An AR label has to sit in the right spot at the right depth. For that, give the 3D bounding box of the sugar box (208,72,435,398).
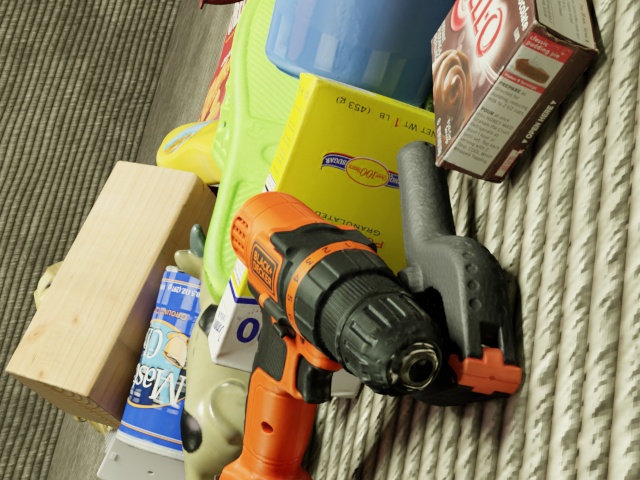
[{"bbox_3d":[0.006,0.000,0.622,0.048,0.093,0.176,-125,53,-72],"label":"sugar box"}]

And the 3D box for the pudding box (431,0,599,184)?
[{"bbox_3d":[0.091,-0.096,0.523,0.113,0.039,0.090,-88,22,-46],"label":"pudding box"}]

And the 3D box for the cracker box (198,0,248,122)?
[{"bbox_3d":[-0.079,-0.187,1.191,0.164,0.072,0.213,166,121,-73],"label":"cracker box"}]

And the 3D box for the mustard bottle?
[{"bbox_3d":[-0.093,-0.081,0.961,0.096,0.058,0.192,-37,19,-31],"label":"mustard bottle"}]

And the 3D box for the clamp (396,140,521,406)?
[{"bbox_3d":[0.051,0.036,0.525,0.171,0.039,0.120,-104,23,-60],"label":"clamp"}]

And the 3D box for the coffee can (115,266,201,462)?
[{"bbox_3d":[-0.093,0.102,0.846,0.103,0.102,0.140,168,118,-74],"label":"coffee can"}]

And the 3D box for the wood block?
[{"bbox_3d":[-0.162,0.046,0.905,0.206,0.090,0.090,-66,-32,-22],"label":"wood block"}]

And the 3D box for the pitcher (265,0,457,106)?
[{"bbox_3d":[0.047,-0.207,0.635,0.145,0.149,0.243,34,112,48],"label":"pitcher"}]

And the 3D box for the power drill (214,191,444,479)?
[{"bbox_3d":[-0.003,0.084,0.531,0.185,0.057,0.188,-136,51,-60],"label":"power drill"}]
